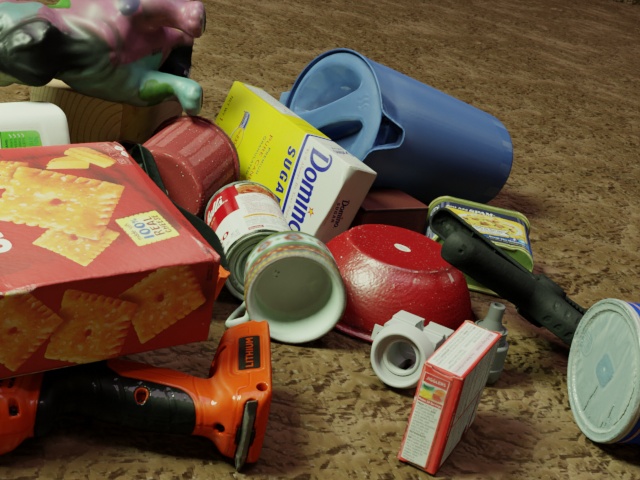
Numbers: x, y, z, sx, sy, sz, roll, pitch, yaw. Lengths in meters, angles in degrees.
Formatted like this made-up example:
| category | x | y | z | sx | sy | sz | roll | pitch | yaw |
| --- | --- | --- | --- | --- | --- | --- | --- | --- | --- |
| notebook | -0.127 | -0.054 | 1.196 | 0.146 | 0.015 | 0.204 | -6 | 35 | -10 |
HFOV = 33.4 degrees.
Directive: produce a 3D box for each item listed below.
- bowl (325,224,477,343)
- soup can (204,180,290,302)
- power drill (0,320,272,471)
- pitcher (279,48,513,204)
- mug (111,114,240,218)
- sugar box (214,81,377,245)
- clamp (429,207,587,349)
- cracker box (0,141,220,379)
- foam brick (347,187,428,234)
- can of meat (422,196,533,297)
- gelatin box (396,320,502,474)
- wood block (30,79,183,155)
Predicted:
| category | x | y | z | sx | sy | sz | roll | pitch | yaw |
| --- | --- | --- | --- | --- | --- | --- | --- | --- | --- |
| bowl | 0.060 | 0.030 | 0.894 | 0.162 | 0.055 | 0.162 | 12 | 22 | -5 |
| soup can | -0.056 | 0.001 | 0.881 | 0.068 | 0.068 | 0.102 | 6 | 24 | -17 |
| power drill | -0.127 | 0.076 | 0.678 | 0.187 | 0.057 | 0.184 | 7 | 27 | -8 |
| pitcher | 0.080 | -0.106 | 1.100 | 0.242 | 0.145 | 0.149 | 11 | 52 | -44 |
| mug | -0.139 | -0.061 | 0.955 | 0.117 | 0.093 | 0.081 | 23 | 28 | 6 |
| sugar box | -0.036 | -0.068 | 0.994 | 0.048 | 0.093 | 0.176 | 10 | 23 | -48 |
| clamp | 0.170 | 0.046 | 0.844 | 0.210 | 0.036 | 0.164 | 37 | 10 | 4 |
| cracker box | -0.192 | 0.007 | 0.638 | 0.213 | 0.072 | 0.164 | -7 | 34 | -32 |
| foam brick | 0.052 | -0.017 | 1.006 | 0.078 | 0.051 | 0.053 | -3 | 26 | -36 |
| can of meat | 0.147 | 0.007 | 0.997 | 0.102 | 0.057 | 0.084 | 13 | 24 | 0 |
| gelatin box | 0.086 | 0.102 | 0.709 | 0.030 | 0.073 | 0.089 | 21 | 23 | 19 |
| wood block | -0.211 | -0.130 | 1.083 | 0.091 | 0.090 | 0.206 | 15 | 23 | 5 |
